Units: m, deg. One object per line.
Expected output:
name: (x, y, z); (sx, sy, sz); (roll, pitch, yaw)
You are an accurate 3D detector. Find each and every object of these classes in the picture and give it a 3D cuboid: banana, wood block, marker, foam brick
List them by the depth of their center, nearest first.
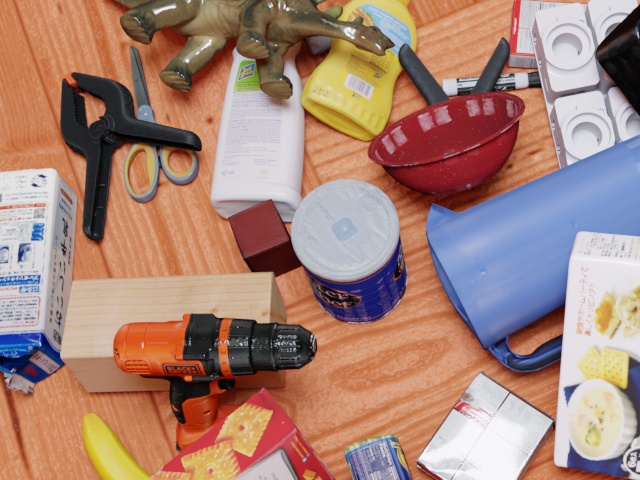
banana: (-0.165, 0.240, 1.056); (0.198, 0.037, 0.069); (22, 70, 17)
wood block: (-0.144, 0.093, 1.075); (0.206, 0.091, 0.090); (-3, 58, 8)
foam brick: (-0.057, 0.001, 1.111); (0.051, 0.078, 0.053); (-23, 67, 0)
marker: (0.195, -0.173, 1.174); (0.121, 0.020, 0.020); (-5, 68, 7)

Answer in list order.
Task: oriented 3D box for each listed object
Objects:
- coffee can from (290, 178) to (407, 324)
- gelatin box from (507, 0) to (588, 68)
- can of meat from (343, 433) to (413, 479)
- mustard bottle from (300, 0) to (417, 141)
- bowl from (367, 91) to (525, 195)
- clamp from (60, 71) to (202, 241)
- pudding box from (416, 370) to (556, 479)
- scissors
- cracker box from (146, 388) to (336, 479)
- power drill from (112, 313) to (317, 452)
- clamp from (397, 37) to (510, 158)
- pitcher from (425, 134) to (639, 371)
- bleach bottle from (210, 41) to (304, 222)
coffee can: (0.032, 0.014, 1.059); (0.103, 0.140, 0.103); (-3, 68, 7)
gelatin box: (0.254, -0.226, 1.180); (0.089, 0.030, 0.073); (6, 69, 8)
can of meat: (0.062, 0.232, 0.990); (0.057, 0.102, 0.084); (-20, 65, 1)
mustard bottle: (0.055, -0.213, 1.182); (0.096, 0.058, 0.191); (27, 72, -13)
bowl: (0.131, -0.090, 1.063); (0.162, 0.055, 0.162); (-18, 22, 7)
clamp: (-0.243, -0.110, 1.197); (0.164, 0.036, 0.210); (-46, 59, 3)
pudding box: (0.159, 0.195, 1.024); (0.090, 0.039, 0.113); (33, 79, 18)
scissors: (-0.181, -0.138, 1.217); (0.096, 0.016, 0.202); (-2, 69, 11)
cracker box: (-0.089, 0.257, 0.966); (0.213, 0.164, 0.072); (-37, 43, -7)
power drill: (-0.085, 0.138, 1.001); (0.184, 0.187, 0.057); (0, 48, 10)
clamp: (0.158, -0.142, 1.145); (0.120, 0.039, 0.171); (-13, 82, 6)
pitcher: (0.234, 0.006, 1.026); (0.243, 0.149, 0.145); (-27, 41, 5)
bleach bottle: (-0.057, -0.146, 1.179); (0.102, 0.068, 0.251); (2, 67, 11)
